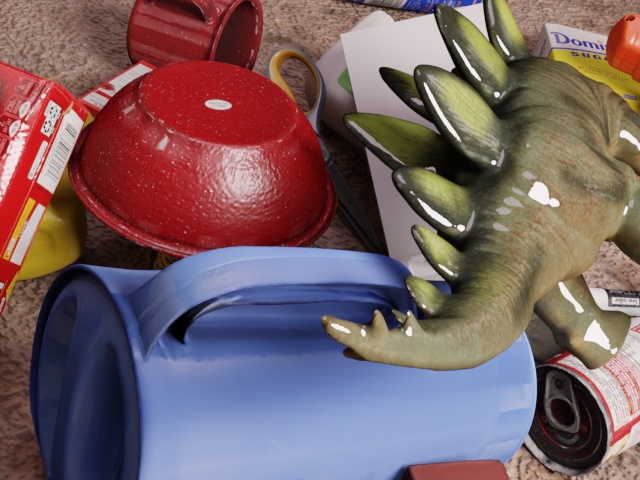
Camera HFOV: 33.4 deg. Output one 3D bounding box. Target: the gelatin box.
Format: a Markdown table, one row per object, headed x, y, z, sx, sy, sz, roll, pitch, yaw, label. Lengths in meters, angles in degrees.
| x | y | z | sx | sy | sz | roll | pitch | yaw | label |
| --- | --- | --- | --- | --- | --- | --- | --- | --- | --- |
| -0.131 | -0.096 | 0.808 | 0.073 | 0.030 | 0.089 | 27 | 38 | 13 | gelatin box |

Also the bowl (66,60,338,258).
| x | y | z | sx | sy | sz | roll | pitch | yaw | label |
| --- | --- | --- | --- | --- | --- | --- | --- | --- | --- |
| -0.063 | -0.058 | 0.618 | 0.162 | 0.055 | 0.162 | 10 | 37 | -8 | bowl |

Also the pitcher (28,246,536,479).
| x | y | z | sx | sy | sz | roll | pitch | yaw | label |
| --- | --- | --- | --- | --- | --- | --- | --- | --- | --- |
| -0.008 | 0.070 | 0.527 | 0.242 | 0.145 | 0.149 | -1 | 4 | -33 | pitcher |

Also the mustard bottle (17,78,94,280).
| x | y | z | sx | sy | sz | roll | pitch | yaw | label |
| --- | --- | --- | --- | --- | --- | --- | --- | --- | --- |
| -0.195 | -0.053 | 0.702 | 0.096 | 0.058 | 0.191 | -5 | 37 | 0 | mustard bottle |

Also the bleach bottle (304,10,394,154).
| x | y | z | sx | sy | sz | roll | pitch | yaw | label |
| --- | --- | --- | --- | --- | --- | --- | --- | --- | --- |
| 0.107 | -0.076 | 0.826 | 0.251 | 0.068 | 0.102 | 39 | 73 | 26 | bleach bottle |

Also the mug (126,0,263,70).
| x | y | z | sx | sy | sz | roll | pitch | yaw | label |
| --- | --- | --- | --- | --- | --- | --- | --- | --- | --- |
| -0.104 | -0.169 | 0.850 | 0.081 | 0.117 | 0.093 | 21 | 73 | 15 | mug |

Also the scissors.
| x | y | z | sx | sy | sz | roll | pitch | yaw | label |
| --- | --- | --- | --- | --- | --- | --- | --- | --- | --- |
| -0.021 | -0.060 | 0.805 | 0.096 | 0.016 | 0.202 | -18 | 61 | 8 | scissors |
